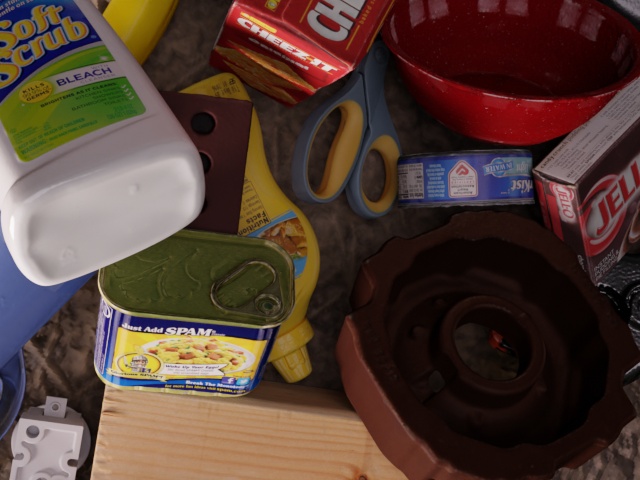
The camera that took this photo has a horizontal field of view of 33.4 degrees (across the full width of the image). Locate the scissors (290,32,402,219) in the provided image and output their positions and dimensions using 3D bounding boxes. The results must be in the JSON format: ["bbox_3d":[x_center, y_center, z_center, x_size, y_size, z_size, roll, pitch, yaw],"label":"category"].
[{"bbox_3d":[0.043,-0.101,0.689,0.096,0.016,0.201,43,66,-37],"label":"scissors"}]

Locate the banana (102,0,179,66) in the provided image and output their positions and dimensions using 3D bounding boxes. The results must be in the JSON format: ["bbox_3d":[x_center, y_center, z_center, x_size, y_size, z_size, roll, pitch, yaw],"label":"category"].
[{"bbox_3d":[-0.120,-0.154,0.655,0.069,0.037,0.198,16,89,7],"label":"banana"}]

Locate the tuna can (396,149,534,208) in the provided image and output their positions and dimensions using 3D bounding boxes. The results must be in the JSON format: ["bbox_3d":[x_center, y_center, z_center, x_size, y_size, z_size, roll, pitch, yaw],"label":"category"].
[{"bbox_3d":[0.090,-0.038,0.669,0.086,0.086,0.034,-3,92,-10],"label":"tuna can"}]

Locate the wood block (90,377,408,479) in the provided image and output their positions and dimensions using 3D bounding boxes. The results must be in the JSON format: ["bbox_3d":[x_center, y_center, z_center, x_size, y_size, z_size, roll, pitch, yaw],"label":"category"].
[{"bbox_3d":[-0.034,0.136,0.655,0.206,0.090,0.091,10,90,-10],"label":"wood block"}]

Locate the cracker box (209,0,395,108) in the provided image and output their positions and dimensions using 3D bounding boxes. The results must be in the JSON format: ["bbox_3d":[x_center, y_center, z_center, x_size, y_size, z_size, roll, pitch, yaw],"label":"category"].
[{"bbox_3d":[0.009,-0.165,0.584,0.072,0.214,0.164,27,88,-10],"label":"cracker box"}]

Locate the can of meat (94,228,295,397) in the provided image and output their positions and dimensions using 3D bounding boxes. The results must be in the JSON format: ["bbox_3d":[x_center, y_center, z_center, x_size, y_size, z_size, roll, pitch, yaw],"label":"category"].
[{"bbox_3d":[-0.072,0.042,0.582,0.102,0.084,0.057,7,51,-11],"label":"can of meat"}]

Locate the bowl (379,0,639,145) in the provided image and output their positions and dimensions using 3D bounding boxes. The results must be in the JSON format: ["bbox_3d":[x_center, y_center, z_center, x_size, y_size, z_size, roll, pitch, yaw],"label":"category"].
[{"bbox_3d":[0.113,-0.105,0.656,0.162,0.162,0.055,-2,128,-10],"label":"bowl"}]

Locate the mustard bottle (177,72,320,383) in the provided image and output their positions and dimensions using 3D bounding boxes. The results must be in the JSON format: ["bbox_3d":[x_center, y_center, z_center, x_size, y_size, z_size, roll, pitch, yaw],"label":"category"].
[{"bbox_3d":[-0.054,0.001,0.660,0.096,0.058,0.191,-28,97,-12],"label":"mustard bottle"}]

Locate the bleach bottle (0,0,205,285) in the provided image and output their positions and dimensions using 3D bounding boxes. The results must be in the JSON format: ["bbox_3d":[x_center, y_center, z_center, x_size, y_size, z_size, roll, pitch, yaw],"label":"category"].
[{"bbox_3d":[-0.158,-0.093,0.570,0.102,0.068,0.251,-24,53,-19],"label":"bleach bottle"}]

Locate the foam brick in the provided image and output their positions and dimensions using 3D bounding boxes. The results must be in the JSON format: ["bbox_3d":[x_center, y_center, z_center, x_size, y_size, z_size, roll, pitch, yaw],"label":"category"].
[{"bbox_3d":[-0.070,-0.043,0.598,0.053,0.051,0.078,6,92,-10],"label":"foam brick"}]
